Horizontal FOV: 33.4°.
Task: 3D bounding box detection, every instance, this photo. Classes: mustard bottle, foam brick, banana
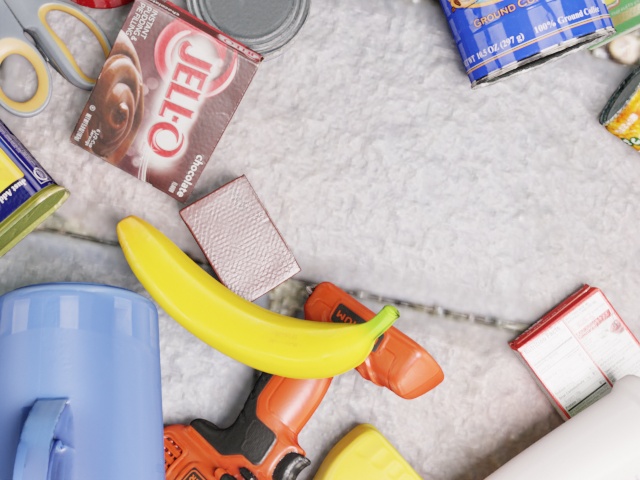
[{"bbox_3d":[-0.006,0.221,0.724,0.191,0.058,0.096,-42,98,-4],"label":"mustard bottle"},{"bbox_3d":[-0.055,0.001,0.727,0.053,0.051,0.078,-30,92,-5],"label":"foam brick"},{"bbox_3d":[-0.047,0.043,0.677,0.198,0.037,0.070,18,98,16],"label":"banana"}]

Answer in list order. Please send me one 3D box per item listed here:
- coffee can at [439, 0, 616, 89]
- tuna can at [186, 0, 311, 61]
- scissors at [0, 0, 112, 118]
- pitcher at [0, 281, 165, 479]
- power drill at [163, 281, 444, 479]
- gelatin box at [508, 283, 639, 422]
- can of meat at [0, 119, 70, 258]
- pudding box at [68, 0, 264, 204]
[{"bbox_3d":[0.125,-0.185,0.716,0.102,0.103,0.140,-21,91,-4],"label":"coffee can"},{"bbox_3d":[-0.049,-0.166,0.737,0.086,0.034,0.086,0,89,-4],"label":"tuna can"},{"bbox_3d":[-0.229,-0.167,0.732,0.201,0.016,0.096,43,81,-3],"label":"scissors"},{"bbox_3d":[-0.155,0.150,0.648,0.144,0.149,0.243,15,66,-43],"label":"pitcher"},{"bbox_3d":[-0.007,0.132,0.687,0.185,0.057,0.187,36,80,35],"label":"power drill"},{"bbox_3d":[0.188,0.087,0.754,0.073,0.030,0.089,-37,92,-2],"label":"gelatin box"},{"bbox_3d":[-0.235,-0.031,0.712,0.102,0.057,0.084,-42,90,-4],"label":"can of meat"},{"bbox_3d":[-0.102,-0.095,0.713,0.090,0.039,0.114,29,110,-4],"label":"pudding box"}]
